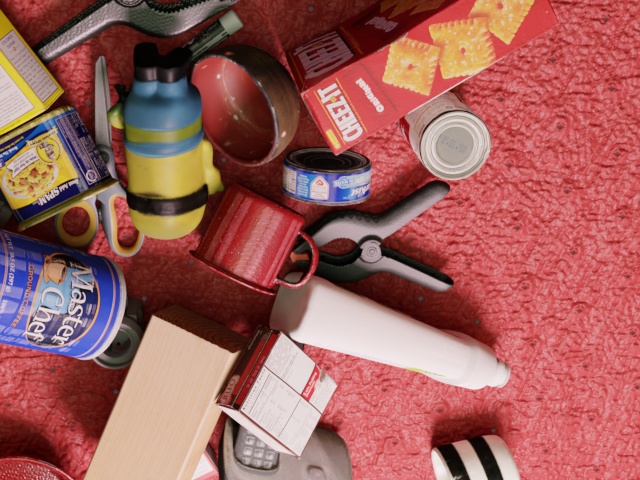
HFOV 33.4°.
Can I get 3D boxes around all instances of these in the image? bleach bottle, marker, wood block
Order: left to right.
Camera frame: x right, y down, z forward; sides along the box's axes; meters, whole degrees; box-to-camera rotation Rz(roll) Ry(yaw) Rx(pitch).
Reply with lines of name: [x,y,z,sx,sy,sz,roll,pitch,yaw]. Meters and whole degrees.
wood block: [-0.155,0.179,1.061,0.091,0.090,0.206,24,96,6]
marker: [-0.125,-0.172,0.992,0.121,0.020,0.020,-35,112,8]
bleach bottle: [0.080,0.102,1.095,0.250,0.103,0.068,20,85,-21]

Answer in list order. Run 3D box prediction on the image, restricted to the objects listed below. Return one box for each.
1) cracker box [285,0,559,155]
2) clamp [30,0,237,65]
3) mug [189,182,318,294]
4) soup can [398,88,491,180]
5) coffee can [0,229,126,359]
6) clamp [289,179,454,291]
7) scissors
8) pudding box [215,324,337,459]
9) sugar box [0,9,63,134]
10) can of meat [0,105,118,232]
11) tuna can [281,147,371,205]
cracker box: [0.079,-0.176,0.937,0.214,0.164,0.072,-29,111,5]
clamp: [-0.177,-0.220,0.956,0.209,0.036,0.165,6,121,-13]
mug: [-0.057,0.001,1.024,0.117,0.093,0.081,27,93,8]
soup can: [0.116,-0.103,1.003,0.068,0.102,0.068,-3,112,-6]
coffee can: [-0.267,0.049,0.990,0.140,0.103,0.103,19,111,-44]
clamp: [0.057,0.011,1.078,0.171,0.039,0.120,-13,108,5]
scissors: [-0.223,-0.071,1.016,0.096,0.016,0.202,-12,116,2]
pudding box: [-0.041,0.149,1.046,0.113,0.039,0.090,46,65,-39]
sugar box: [-0.318,-0.176,0.939,0.093,0.048,0.176,-22,113,30]
can of meat: [-0.251,-0.067,0.983,0.102,0.057,0.084,-24,99,20]
tuna can: [0.006,-0.062,1.016,0.086,0.086,0.034,1,110,-7]
